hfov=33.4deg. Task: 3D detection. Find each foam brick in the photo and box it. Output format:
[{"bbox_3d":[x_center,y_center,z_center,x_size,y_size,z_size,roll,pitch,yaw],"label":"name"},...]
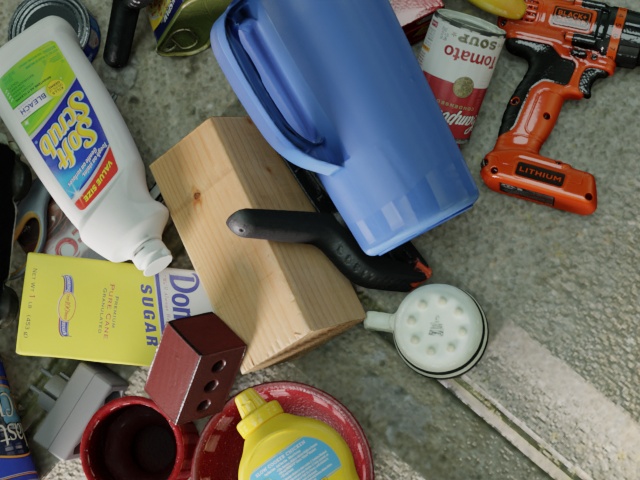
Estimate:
[{"bbox_3d":[-0.107,0.108,0.906,0.051,0.052,0.078,41,123,32],"label":"foam brick"}]

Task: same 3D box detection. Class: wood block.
[{"bbox_3d":[-0.056,0.001,0.945,0.091,0.090,0.206,-33,76,32],"label":"wood block"}]

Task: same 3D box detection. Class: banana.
[{"bbox_3d":[0.121,-0.274,0.970,0.069,0.037,0.198,-16,63,-6],"label":"banana"}]

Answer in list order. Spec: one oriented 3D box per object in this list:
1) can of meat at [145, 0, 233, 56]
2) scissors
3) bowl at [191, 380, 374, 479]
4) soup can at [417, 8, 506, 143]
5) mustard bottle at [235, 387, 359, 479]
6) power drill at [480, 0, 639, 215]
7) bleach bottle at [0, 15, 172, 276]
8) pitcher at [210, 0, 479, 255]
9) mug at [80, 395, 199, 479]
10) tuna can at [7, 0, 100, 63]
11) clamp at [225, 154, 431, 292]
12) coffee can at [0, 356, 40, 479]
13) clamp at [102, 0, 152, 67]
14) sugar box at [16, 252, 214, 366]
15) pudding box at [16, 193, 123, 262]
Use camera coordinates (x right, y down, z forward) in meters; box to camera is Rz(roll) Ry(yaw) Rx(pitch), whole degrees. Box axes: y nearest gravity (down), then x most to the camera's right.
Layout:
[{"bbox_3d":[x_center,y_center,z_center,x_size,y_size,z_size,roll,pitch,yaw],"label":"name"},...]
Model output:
[{"bbox_3d":[-0.129,-0.236,1.007,0.057,0.102,0.084,-10,73,-33],"label":"can of meat"},{"bbox_3d":[-0.272,-0.062,1.003,0.096,0.016,0.201,20,82,8],"label":"scissors"},{"bbox_3d":[-0.029,0.205,0.939,0.162,0.055,0.162,-2,81,10],"label":"bowl"},{"bbox_3d":[0.117,-0.146,0.945,0.068,0.068,0.102,23,112,12],"label":"soup can"},{"bbox_3d":[-0.012,0.204,0.876,0.096,0.058,0.192,-36,77,4],"label":"mustard bottle"},{"bbox_3d":[0.231,-0.121,0.948,0.184,0.057,0.187,15,81,16],"label":"power drill"},{"bbox_3d":[-0.205,-0.078,0.957,0.102,0.068,0.251,-36,72,-2],"label":"bleach bottle"},{"bbox_3d":[0.023,-0.111,0.878,0.149,0.145,0.243,-28,87,3],"label":"pitcher"},{"bbox_3d":[-0.155,0.198,0.948,0.093,0.081,0.117,0,81,10],"label":"mug"},{"bbox_3d":[-0.263,-0.203,1.057,0.086,0.033,0.086,-2,81,9],"label":"tuna can"},{"bbox_3d":[0.009,-0.013,0.919,0.210,0.164,0.036,39,128,-16],"label":"clamp"},{"bbox_3d":[-0.324,0.175,0.970,0.103,0.102,0.140,-22,78,5],"label":"coffee can"},{"bbox_3d":[-0.183,-0.254,1.001,0.039,0.172,0.120,-11,72,-32],"label":"clamp"},{"bbox_3d":[-0.179,0.066,0.967,0.176,0.048,0.093,6,86,-4],"label":"sugar box"},{"bbox_3d":[-0.225,-0.010,1.016,0.113,0.039,0.090,-38,77,2],"label":"pudding box"}]
